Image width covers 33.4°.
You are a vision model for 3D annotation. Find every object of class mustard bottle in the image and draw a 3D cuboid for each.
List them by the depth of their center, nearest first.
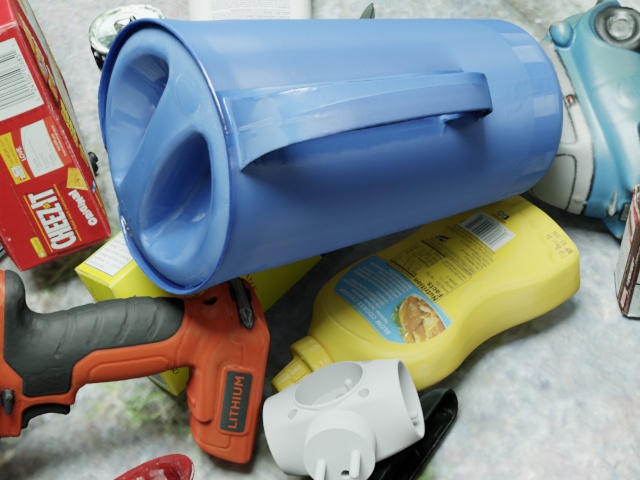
[{"bbox_3d":[0.054,0.041,0.635,0.191,0.058,0.096,-30,45,-18],"label":"mustard bottle"}]

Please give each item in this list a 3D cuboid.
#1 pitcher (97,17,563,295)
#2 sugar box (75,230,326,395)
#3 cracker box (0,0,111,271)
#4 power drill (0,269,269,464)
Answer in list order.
[{"bbox_3d":[0.019,-0.059,0.566,0.242,0.145,0.149,-13,45,-34],"label":"pitcher"},{"bbox_3d":[-0.054,0.001,0.653,0.176,0.093,0.048,-42,39,-23],"label":"sugar box"},{"bbox_3d":[-0.211,-0.110,0.695,0.072,0.164,0.214,-22,43,-7],"label":"cracker box"},{"bbox_3d":[-0.128,0.086,0.574,0.187,0.184,0.057,0,33,-19],"label":"power drill"}]
